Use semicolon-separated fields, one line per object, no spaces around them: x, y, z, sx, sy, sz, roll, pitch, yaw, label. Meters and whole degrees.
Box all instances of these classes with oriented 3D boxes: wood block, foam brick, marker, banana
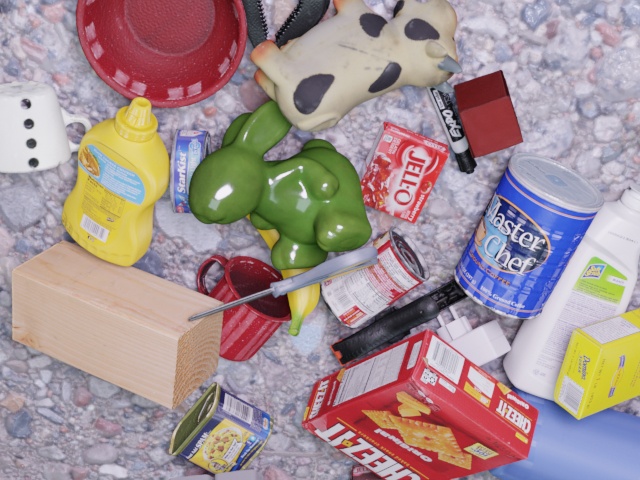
-0.214;0.085;1.123;0.206;0.090;0.091;19;120;21;wood block
0.164;-0.125;1.045;0.051;0.078;0.053;-16;117;12;foam brick
0.132;-0.120;1.082;0.020;0.020;0.121;-20;116;13;marker
-0.048;-0.001;1.124;0.037;0.069;0.198;-24;95;30;banana

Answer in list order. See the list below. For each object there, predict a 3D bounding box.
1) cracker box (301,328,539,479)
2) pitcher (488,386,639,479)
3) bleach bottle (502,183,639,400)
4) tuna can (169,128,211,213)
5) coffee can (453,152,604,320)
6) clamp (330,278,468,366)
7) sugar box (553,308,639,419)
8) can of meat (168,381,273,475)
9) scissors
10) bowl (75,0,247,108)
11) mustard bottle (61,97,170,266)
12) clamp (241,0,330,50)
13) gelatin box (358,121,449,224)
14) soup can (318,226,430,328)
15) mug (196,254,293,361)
0.105;0.196;1.175;0.164;0.072;0.214;36;142;-17;cracker box
0.315;0.256;1.228;0.242;0.145;0.149;19;106;-4;pitcher
0.293;0.056;1.148;0.102;0.068;0.251;16;115;-16;bleach bottle
-0.131;-0.070;1.082;0.033;0.086;0.086;2;119;-1;tuna can
0.211;-0.004;1.094;0.102;0.103;0.140;19;118;-8;coffee can
0.089;0.088;1.168;0.172;0.120;0.039;-29;80;38;clamp
0.331;0.123;1.139;0.175;0.048;0.093;-11;125;-33;sugar box
-0.116;0.229;1.261;0.084;0.057;0.102;32;116;-17;can of meat
-0.026;0.041;1.051;0.201;0.096;0.016;-17;82;-23;scissors
-0.148;-0.211;1.022;0.162;0.055;0.162;1;119;2;bowl
-0.201;-0.066;1.074;0.096;0.058;0.192;34;132;10;mustard bottle
-0.040;-0.267;0.997;0.164;0.036;0.210;17;120;-8;clamp
0.082;-0.070;1.104;0.073;0.030;0.089;21;118;-9;gelatin box
0.057;0.041;1.145;0.102;0.068;0.068;-36;112;20;soup can
-0.092;0.069;1.162;0.117;0.093;0.082;47;119;12;mug
